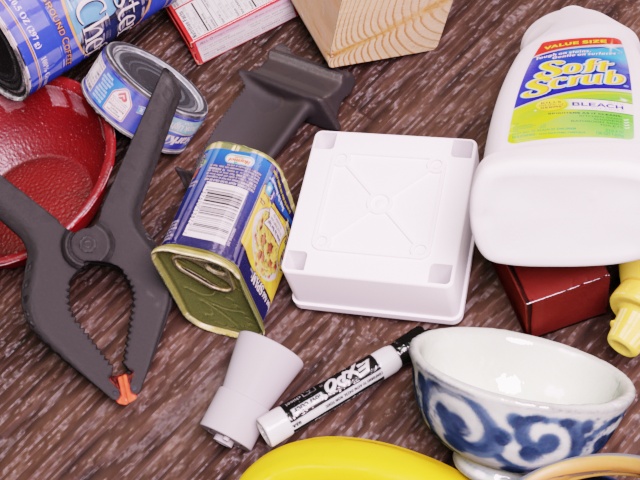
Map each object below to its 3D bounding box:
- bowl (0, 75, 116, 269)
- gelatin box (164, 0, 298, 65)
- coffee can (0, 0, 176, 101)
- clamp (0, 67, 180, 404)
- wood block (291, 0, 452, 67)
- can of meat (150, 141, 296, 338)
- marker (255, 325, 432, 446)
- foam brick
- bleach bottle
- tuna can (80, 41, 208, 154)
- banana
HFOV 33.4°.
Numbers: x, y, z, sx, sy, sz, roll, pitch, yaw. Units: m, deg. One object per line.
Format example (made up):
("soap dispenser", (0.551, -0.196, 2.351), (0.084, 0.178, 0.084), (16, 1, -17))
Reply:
("bowl", (-0.212, -0.038, 0.751), (0.162, 0.055, 0.162), (-6, 59, 10))
("gelatin box", (-0.072, -0.184, 0.820), (0.089, 0.030, 0.073), (-28, 59, -5))
("coffee can", (-0.181, -0.177, 0.743), (0.103, 0.103, 0.140), (35, 61, 28))
("clamp", (-0.157, 0.001, 0.670), (0.164, 0.036, 0.210), (-8, 86, -11))
("wood block", (0.012, -0.233, 0.781), (0.090, 0.090, 0.206), (-13, 55, -21))
("can of meat", (-0.054, 0.001, 0.665), (0.057, 0.102, 0.084), (12, 61, 18))
("marker", (0.018, 0.084, 0.634), (0.121, 0.020, 0.020), (-28, 57, -17))
("foam brick", (0.133, 0.010, 0.643), (0.051, 0.053, 0.078), (-21, 59, 1))
("bleach bottle", (0.147, -0.081, 0.644), (0.103, 0.068, 0.250), (0, 34, 11))
("tuna can", (-0.122, -0.101, 0.747), (0.034, 0.086, 0.086), (-52, 56, 20))
("banana", (0.035, 0.148, 0.597), (0.198, 0.037, 0.069), (4, 84, 18))
